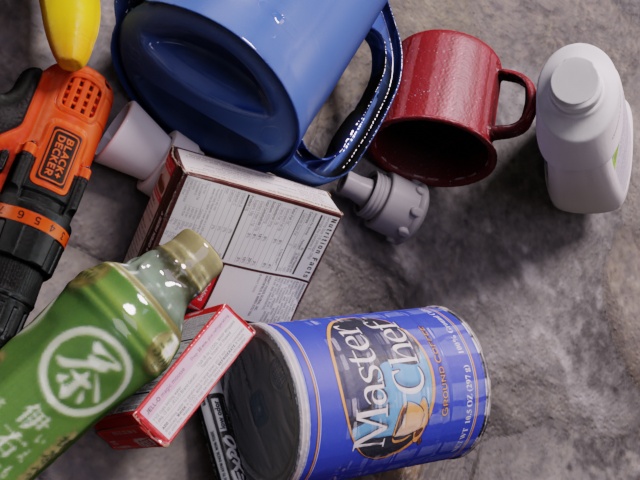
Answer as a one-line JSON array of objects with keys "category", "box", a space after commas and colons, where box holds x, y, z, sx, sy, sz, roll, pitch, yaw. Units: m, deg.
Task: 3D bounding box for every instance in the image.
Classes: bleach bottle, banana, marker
[{"category": "bleach bottle", "box": [0.182, -0.084, 0.741, 0.250, 0.068, 0.102, 27, 65, -72]}, {"category": "banana", "box": [-0.180, -0.185, 0.637, 0.069, 0.037, 0.198, -37, 79, -19]}, {"category": "marker", "box": [-0.056, 0.137, 0.644, 0.020, 0.020, 0.121, -3, 62, -32]}]

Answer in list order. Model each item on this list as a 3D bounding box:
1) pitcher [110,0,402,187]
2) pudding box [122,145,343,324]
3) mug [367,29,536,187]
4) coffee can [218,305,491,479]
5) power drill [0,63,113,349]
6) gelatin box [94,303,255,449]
[{"category": "pitcher", "box": [-0.011, -0.162, 0.703, 0.145, 0.149, 0.242, 21, 57, 20]}, {"category": "pudding box", "box": [-0.054, 0.001, 0.660, 0.113, 0.039, 0.090, 15, 112, -29]}, {"category": "mug", "box": [0.096, -0.096, 0.758, 0.093, 0.117, 0.081, 49, 47, -52]}, {"category": "coffee can", "box": [0.021, 0.097, 0.671, 0.140, 0.103, 0.103, -3, 80, -32]}, {"category": "power drill", "box": [-0.222, -0.046, 0.588, 0.187, 0.057, 0.184, 27, 65, -26]}, {"category": "gelatin box", "box": [-0.087, 0.081, 0.627, 0.030, 0.073, 0.089, 46, 60, -15]}]
